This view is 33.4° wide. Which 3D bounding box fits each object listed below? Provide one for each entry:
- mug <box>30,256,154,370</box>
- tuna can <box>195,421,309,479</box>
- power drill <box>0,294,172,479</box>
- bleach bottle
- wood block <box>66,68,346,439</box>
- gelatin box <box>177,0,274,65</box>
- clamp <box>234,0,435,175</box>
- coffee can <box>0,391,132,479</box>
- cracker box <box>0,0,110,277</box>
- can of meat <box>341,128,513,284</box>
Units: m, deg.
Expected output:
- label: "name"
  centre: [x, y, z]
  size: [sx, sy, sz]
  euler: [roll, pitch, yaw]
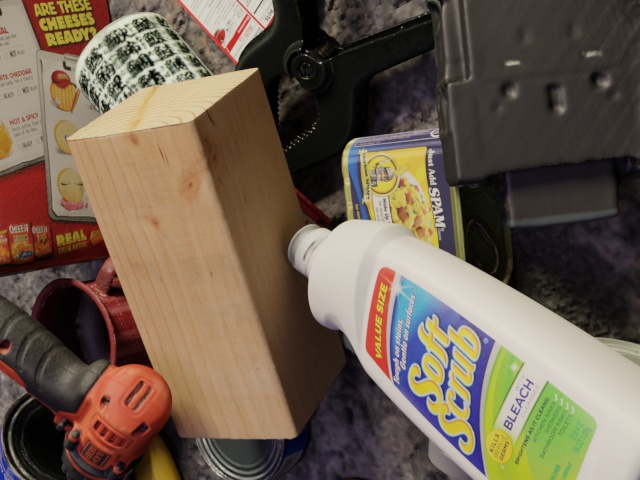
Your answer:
- label: "mug"
  centre: [-0.154, 0.058, 0.803]
  size: [0.093, 0.081, 0.117]
  euler: [31, 114, 29]
- label: "tuna can"
  centre: [-0.050, 0.131, 0.766]
  size: [0.086, 0.033, 0.086]
  euler: [6, 100, 36]
- label: "power drill"
  centre: [-0.190, 0.085, 0.689]
  size: [0.187, 0.057, 0.185]
  euler: [36, 146, -4]
- label: "bleach bottle"
  centre: [0.072, 0.066, 0.573]
  size: [0.251, 0.067, 0.103]
  euler: [33, 116, 37]
- label: "wood block"
  centre: [-0.064, 0.012, 0.657]
  size: [0.090, 0.090, 0.206]
  euler: [-5, 115, 28]
- label: "gelatin box"
  centre: [-0.051, -0.169, 0.726]
  size: [0.089, 0.030, 0.073]
  euler: [48, 120, 21]
- label: "clamp"
  centre: [0.008, -0.113, 0.670]
  size: [0.164, 0.036, 0.210]
  euler: [30, 128, 12]
- label: "coffee can"
  centre: [-0.209, 0.191, 0.832]
  size: [0.103, 0.102, 0.140]
  euler: [49, 135, 21]
- label: "cracker box"
  centre: [-0.221, -0.084, 0.781]
  size: [0.072, 0.163, 0.214]
  euler: [-10, 91, 35]
- label: "can of meat"
  centre: [0.064, -0.019, 0.646]
  size: [0.084, 0.057, 0.102]
  euler: [-3, 95, 38]
